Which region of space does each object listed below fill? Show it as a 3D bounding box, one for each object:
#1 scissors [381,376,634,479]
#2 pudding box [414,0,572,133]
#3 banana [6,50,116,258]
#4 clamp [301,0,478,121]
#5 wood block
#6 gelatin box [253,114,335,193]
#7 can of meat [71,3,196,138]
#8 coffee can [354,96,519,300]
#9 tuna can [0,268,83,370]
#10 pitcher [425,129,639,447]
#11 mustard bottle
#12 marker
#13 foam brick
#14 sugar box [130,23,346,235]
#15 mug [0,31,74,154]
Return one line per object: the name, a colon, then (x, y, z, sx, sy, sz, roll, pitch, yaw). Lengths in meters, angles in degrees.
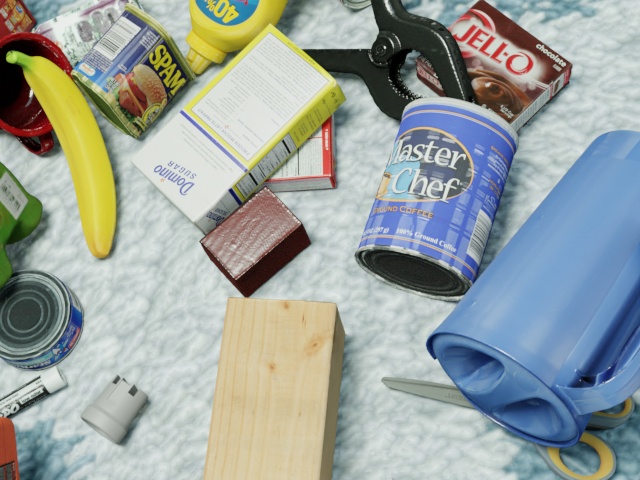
scissors: (0.152, 0.151, 0.861, 0.202, 0.016, 0.096, -4, 69, 6)
pudding box: (0.155, -0.153, 0.966, 0.090, 0.039, 0.113, -44, 70, -10)
banana: (-0.222, -0.083, 0.954, 0.037, 0.198, 0.069, -9, 21, 34)
clamp: (0.053, -0.166, 0.957, 0.210, 0.036, 0.165, 50, 121, 13)
wood block: (-0.036, 0.157, 0.844, 0.090, 0.091, 0.206, 3, 70, 9)
gelatin box: (-0.032, -0.082, 0.969, 0.089, 0.030, 0.073, -4, 69, 9)
can of meat: (-0.172, -0.152, 0.976, 0.057, 0.102, 0.084, 36, 80, 23)
coffee can: (0.098, -0.034, 0.893, 0.103, 0.103, 0.140, 16, 72, 13)
tuna can: (-0.255, 0.069, 0.938, 0.086, 0.034, 0.086, -3, 69, 7)
pitcher: (0.207, 0.031, 0.827, 0.149, 0.145, 0.242, 32, 68, 18)
mustard bottle: (-0.070, -0.238, 0.994, 0.096, 0.058, 0.192, 44, 109, 26)
marker: (-0.276, 0.146, 0.919, 0.121, 0.020, 0.020, -30, 68, -5)
foam brick: (-0.056, 0.001, 0.927, 0.078, 0.053, 0.051, -40, 69, -9)
sugar box: (-0.072, -0.097, 0.940, 0.176, 0.048, 0.093, -45, 66, -3)
mug: (-0.283, -0.133, 0.986, 0.082, 0.117, 0.093, 9, 40, 47)
